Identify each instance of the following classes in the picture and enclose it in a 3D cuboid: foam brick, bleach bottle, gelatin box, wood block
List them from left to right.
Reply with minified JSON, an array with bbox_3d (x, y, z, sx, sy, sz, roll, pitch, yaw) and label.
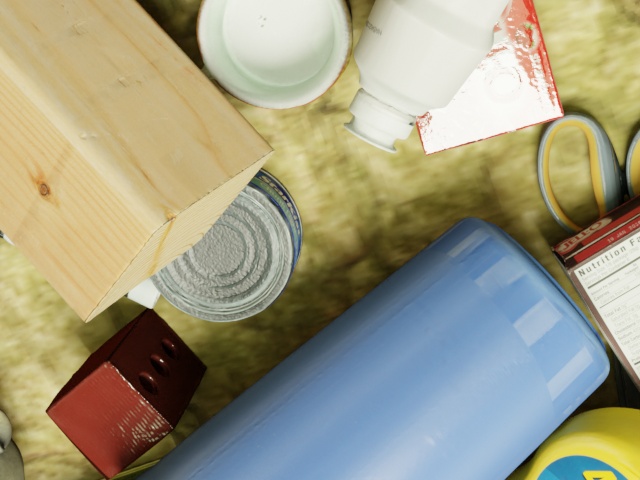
[{"bbox_3d":[-0.135,-0.077,0.504,0.206,0.090,0.091,48,135,3],"label":"wood block"},{"bbox_3d":[-0.107,0.083,0.596,0.051,0.078,0.053,-38,100,18],"label":"foam brick"},{"bbox_3d":[0.076,-0.096,0.540,0.073,0.030,0.089,-15,106,11],"label":"gelatin box"},{"bbox_3d":[0.079,-0.157,0.472,0.068,0.102,0.251,25,105,-10],"label":"bleach bottle"}]

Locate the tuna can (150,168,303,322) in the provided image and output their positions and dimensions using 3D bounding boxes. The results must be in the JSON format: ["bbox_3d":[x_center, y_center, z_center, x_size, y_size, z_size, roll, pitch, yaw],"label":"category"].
[{"bbox_3d":[-0.054,0.001,0.585,0.086,0.033,0.086,2,108,6],"label":"tuna can"}]

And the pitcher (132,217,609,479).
[{"bbox_3d":[0.026,0.107,0.550,0.243,0.149,0.145,-41,105,0],"label":"pitcher"}]
